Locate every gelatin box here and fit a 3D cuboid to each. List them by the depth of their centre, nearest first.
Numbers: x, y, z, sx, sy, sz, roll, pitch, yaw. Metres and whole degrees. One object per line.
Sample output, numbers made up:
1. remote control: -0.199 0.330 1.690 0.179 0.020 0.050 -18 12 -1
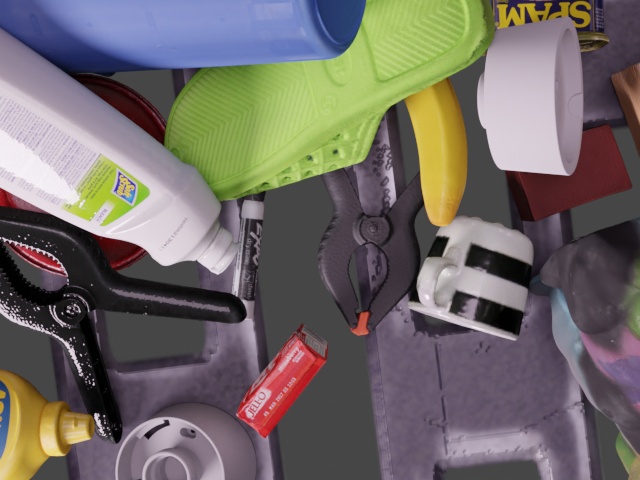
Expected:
1. gelatin box: -0.028 0.103 0.802 0.030 0.089 0.073 39 93 -1

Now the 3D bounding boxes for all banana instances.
1. banana: 0.067 -0.107 0.801 0.070 0.037 0.198 -36 72 16

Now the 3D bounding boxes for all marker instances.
1. marker: -0.055 0.001 0.834 0.020 0.020 0.121 6 93 1

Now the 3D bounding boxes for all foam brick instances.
1. foam brick: 0.185 -0.051 0.808 0.078 0.051 0.053 -19 91 2

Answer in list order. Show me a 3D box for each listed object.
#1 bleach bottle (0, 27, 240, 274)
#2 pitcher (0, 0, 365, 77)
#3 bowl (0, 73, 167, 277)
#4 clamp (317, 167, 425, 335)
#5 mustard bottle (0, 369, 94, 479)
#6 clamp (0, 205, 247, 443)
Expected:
1. bleach bottle: -0.170 -0.052 0.749 0.250 0.068 0.103 35 125 -14
2. pitcher: -0.099 -0.185 0.722 0.243 0.149 0.145 4 95 25
3. bowl: -0.190 -0.050 0.818 0.162 0.055 0.162 0 92 2
4. clamp: 0.050 -0.014 0.821 0.120 0.039 0.171 -2 90 7
5. mustard bottle: -0.267 0.147 0.816 0.191 0.058 0.096 -4 65 6
6. clamp: -0.183 0.054 0.800 0.210 0.036 0.165 34 110 -12
